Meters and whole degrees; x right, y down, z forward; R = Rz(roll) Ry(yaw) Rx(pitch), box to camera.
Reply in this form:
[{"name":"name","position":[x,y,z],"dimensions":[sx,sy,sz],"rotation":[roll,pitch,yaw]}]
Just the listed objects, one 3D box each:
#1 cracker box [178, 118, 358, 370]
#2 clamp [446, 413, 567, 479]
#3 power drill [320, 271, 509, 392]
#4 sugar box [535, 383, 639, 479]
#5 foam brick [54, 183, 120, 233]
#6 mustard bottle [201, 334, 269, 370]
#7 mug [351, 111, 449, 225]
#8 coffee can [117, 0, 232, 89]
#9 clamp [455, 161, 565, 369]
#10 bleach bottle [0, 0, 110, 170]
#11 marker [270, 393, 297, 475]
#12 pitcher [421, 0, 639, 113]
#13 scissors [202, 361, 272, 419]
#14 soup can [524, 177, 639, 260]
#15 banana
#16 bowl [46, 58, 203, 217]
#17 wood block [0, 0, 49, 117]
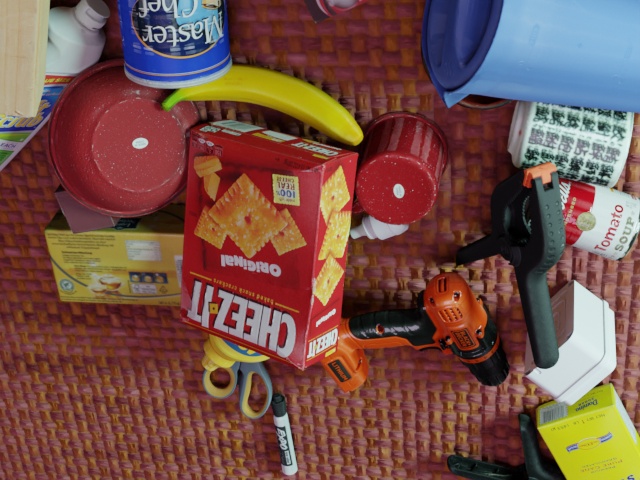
[{"name":"cracker box","position":[-0.057,0.001,1.061],"dimensions":[0.164,0.071,0.214],"rotation":[18,113,30]},{"name":"clamp","position":[0.248,0.274,1.258],"dimensions":[0.171,0.039,0.120],"rotation":[33,127,-17]},{"name":"power drill","position":[0.100,0.114,1.162],"dimensions":[0.188,0.057,0.184],"rotation":[-15,135,20]},{"name":"sugar box","position":[0.324,0.251,1.224],"dimensions":[0.093,0.048,0.176],"rotation":[-22,114,23]},{"name":"foam brick","position":[-0.238,-0.051,1.130],"dimensions":[0.051,0.078,0.053],"rotation":[-9,120,15]},{"name":"mustard bottle","position":[-0.070,0.078,1.175],"dimensions":[0.096,0.058,0.192],"rotation":[39,115,-7]},{"name":"mug","position":[0.069,-0.063,1.057],"dimensions":[0.117,0.081,0.093],"rotation":[-28,112,25]},{"name":"coffee can","position":[-0.138,-0.225,0.985],"dimensions":[0.103,0.102,0.140],"rotation":[4,122,9]},{"name":"clamp","position":[0.186,0.003,1.028],"dimensions":[0.036,0.165,0.210],"rotation":[-20,134,-21]},{"name":"bleach bottle","position":[-0.304,-0.156,1.069],"dimensions":[0.251,0.068,0.102],"rotation":[-38,152,28]},{"name":"marker","position":[-0.045,0.236,1.305],"dimensions":[0.020,0.020,0.121],"rotation":[-1,121,12]},{"name":"pitcher","position":[0.220,-0.181,0.887],"dimensions":[0.242,0.145,0.149],"rotation":[6,167,-21]},{"name":"scissors","position":[-0.095,0.118,1.244],"dimensions":[0.096,0.016,0.202],"rotation":[7,116,16]},{"name":"soup can","position":[0.256,-0.026,1.050],"dimensions":[0.102,0.068,0.069],"rotation":[19,123,-1]},{"name":"banana","position":[-0.053,-0.137,1.047],"dimensions":[0.197,0.069,0.037],"rotation":[9,160,-3]},{"name":"bowl","position":[-0.185,-0.097,1.054],"dimensions":[0.161,0.055,0.162],"rotation":[-5,104,-22]},{"name":"wood block","position":[-0.282,-0.221,0.924],"dimensions":[0.090,0.090,0.206],"rotation":[6,125,-11]}]
